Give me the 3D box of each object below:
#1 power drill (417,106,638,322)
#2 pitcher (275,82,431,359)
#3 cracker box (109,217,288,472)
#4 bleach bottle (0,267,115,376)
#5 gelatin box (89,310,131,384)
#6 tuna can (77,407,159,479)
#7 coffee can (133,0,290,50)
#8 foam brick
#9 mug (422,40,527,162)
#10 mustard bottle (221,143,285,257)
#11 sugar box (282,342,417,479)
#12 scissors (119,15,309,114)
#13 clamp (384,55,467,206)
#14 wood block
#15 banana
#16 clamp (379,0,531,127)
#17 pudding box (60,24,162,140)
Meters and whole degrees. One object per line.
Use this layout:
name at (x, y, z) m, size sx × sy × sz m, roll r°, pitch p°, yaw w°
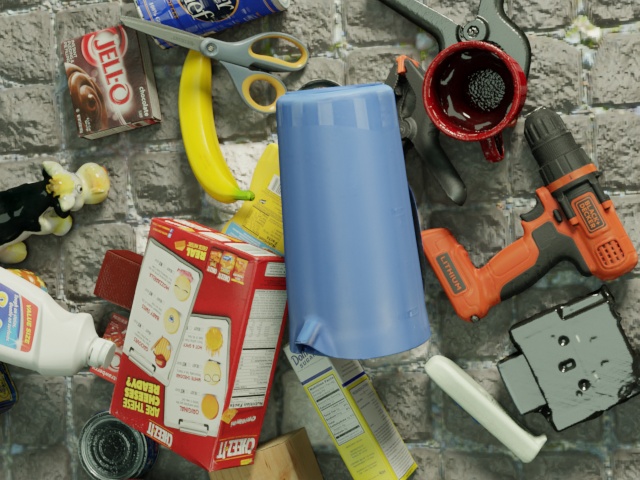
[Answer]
power drill at (0.195, -0.016, 1.061) m, size 0.188 × 0.057 × 0.184 m, roll -29°, pitch 80°, yaw 13°
pitcher at (0.031, -0.020, 0.985) m, size 0.145 × 0.149 × 0.243 m, roll -6°, pitch 99°, yaw -3°
cracker box at (-0.118, 0.099, 1.070) m, size 0.164 × 0.071 × 0.214 m, roll 19°, pitch 99°, yaw 41°
bleach bottle at (-0.334, 0.075, 1.135) m, size 0.251 × 0.068 × 0.102 m, roll 18°, pitch 74°, yaw 9°
gelatin box at (-0.200, 0.128, 1.174) m, size 0.089 × 0.030 × 0.073 m, roll 25°, pitch 96°, yaw 13°
tuna can at (-0.223, 0.227, 1.179) m, size 0.086 × 0.033 × 0.086 m, roll 0°, pitch 90°, yaw 14°
coffee can at (-0.115, -0.269, 1.114) m, size 0.140 × 0.102 × 0.103 m, roll -16°, pitch 86°, yaw 14°
foam brick at (-0.197, 0.047, 1.163) m, size 0.078 × 0.051 × 0.053 m, roll 22°, pitch 96°, yaw 13°
mug at (0.156, -0.132, 1.026) m, size 0.093 × 0.081 × 0.117 m, roll -17°, pitch 92°, yaw 22°
mustard bottle at (-0.057, 0.001, 1.123) m, size 0.096 × 0.058 × 0.192 m, roll 32°, pitch 98°, yaw 22°
sugar box at (0.031, 0.171, 1.085) m, size 0.048 × 0.093 × 0.176 m, roll -33°, pitch 82°, yaw 14°
scissors at (-0.109, -0.180, 1.105) m, size 0.201 × 0.016 × 0.096 m, roll -2°, pitch 110°, yaw -20°
clamp at (0.083, -0.100, 1.088) m, size 0.120 × 0.039 × 0.171 m, roll -17°, pitch 68°, yaw 26°
wood block at (-0.030, 0.311, 1.102) m, size 0.090 × 0.090 × 0.206 m, roll -22°, pitch 85°, yaw 13°
banana at (-0.119, -0.116, 1.141) m, size 0.070 × 0.037 × 0.198 m, roll -29°, pitch 71°, yaw 27°
clamp at (0.162, -0.218, 1.078) m, size 0.165 × 0.036 × 0.210 m, roll -30°, pitch 85°, yaw 14°
pudding box at (-0.229, -0.175, 1.176) m, size 0.090 × 0.039 × 0.113 m, roll -13°, pitch 87°, yaw 13°
